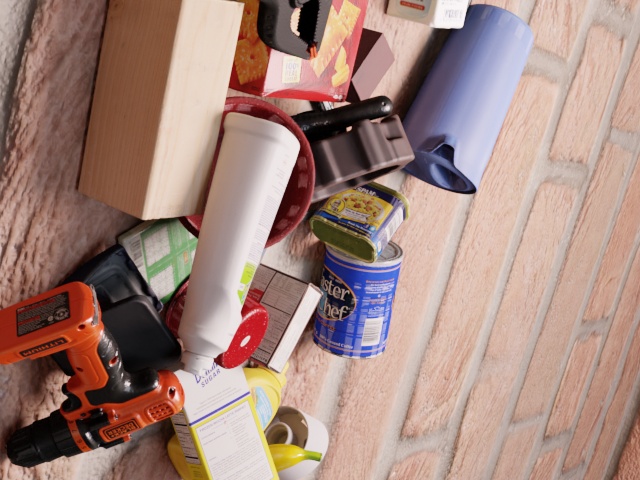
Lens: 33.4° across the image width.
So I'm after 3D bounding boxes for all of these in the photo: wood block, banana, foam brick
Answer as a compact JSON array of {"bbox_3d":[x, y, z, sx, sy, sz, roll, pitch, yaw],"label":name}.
[{"bbox_3d":[-0.150,-0.133,1.001,0.090,0.091,0.206,-9,116,-55],"label":"wood block"},{"bbox_3d":[-0.084,0.302,1.349,0.198,0.069,0.037,-39,-161,37],"label":"banana"},{"bbox_3d":[0.043,-0.210,1.281,0.078,0.051,0.053,-56,146,-18],"label":"foam brick"}]

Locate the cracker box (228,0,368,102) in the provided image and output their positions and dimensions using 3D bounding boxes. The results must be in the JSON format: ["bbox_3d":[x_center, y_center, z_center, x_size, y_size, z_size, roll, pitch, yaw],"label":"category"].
[{"bbox_3d":[-0.015,-0.258,1.144,0.163,0.072,0.214,-5,112,-56],"label":"cracker box"}]

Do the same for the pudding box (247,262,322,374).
[{"bbox_3d":[-0.063,0.091,1.269,0.113,0.090,0.039,-63,147,-9],"label":"pudding box"}]

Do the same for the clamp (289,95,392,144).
[{"bbox_3d":[-0.004,-0.130,1.203,0.171,0.120,0.039,-17,84,-38],"label":"clamp"}]

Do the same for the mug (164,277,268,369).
[{"bbox_3d":[-0.116,0.086,1.177,0.093,0.082,0.117,-57,156,-4],"label":"mug"}]

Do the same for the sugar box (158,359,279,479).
[{"bbox_3d":[-0.118,0.215,1.231,0.093,0.048,0.176,-23,98,-38],"label":"sugar box"}]

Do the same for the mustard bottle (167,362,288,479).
[{"bbox_3d":[-0.103,0.215,1.316,0.191,0.058,0.096,-47,137,-30],"label":"mustard bottle"}]

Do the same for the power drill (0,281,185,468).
[{"bbox_3d":[-0.240,0.132,1.000,0.184,0.057,0.187,-23,136,0],"label":"power drill"}]

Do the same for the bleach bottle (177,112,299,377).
[{"bbox_3d":[-0.089,0.009,1.042,0.102,0.068,0.251,35,71,-77],"label":"bleach bottle"}]

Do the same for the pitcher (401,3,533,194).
[{"bbox_3d":[0.195,-0.192,1.462,0.144,0.149,0.243,35,77,-43],"label":"pitcher"}]

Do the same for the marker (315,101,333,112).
[{"bbox_3d":[0.010,-0.152,1.297,0.020,0.020,0.121,-54,146,-21],"label":"marker"}]

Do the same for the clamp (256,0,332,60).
[{"bbox_3d":[-0.034,-0.234,0.992,0.164,0.036,0.210,-43,155,-22],"label":"clamp"}]

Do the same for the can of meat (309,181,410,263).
[{"bbox_3d":[0.048,-0.029,1.346,0.083,0.102,0.057,-53,155,-28],"label":"can of meat"}]

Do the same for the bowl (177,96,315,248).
[{"bbox_3d":[-0.090,-0.069,1.122,0.162,0.055,0.162,-1,93,-19],"label":"bowl"}]

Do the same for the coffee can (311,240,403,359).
[{"bbox_3d":[0.048,0.072,1.413,0.102,0.103,0.140,-19,124,-51],"label":"coffee can"}]
